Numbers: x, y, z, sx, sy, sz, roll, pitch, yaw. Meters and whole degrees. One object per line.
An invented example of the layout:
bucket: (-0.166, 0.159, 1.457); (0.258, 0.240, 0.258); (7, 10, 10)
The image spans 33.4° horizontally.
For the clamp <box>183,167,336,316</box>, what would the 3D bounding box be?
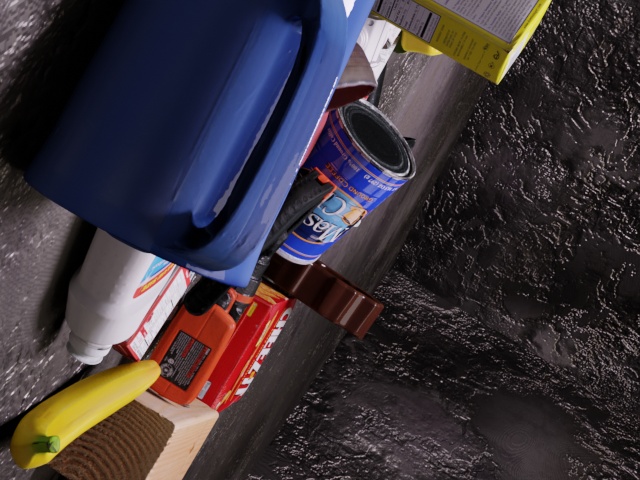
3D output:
clamp: (-0.056, 0.001, 0.942); (0.171, 0.039, 0.120); (-39, 179, -32)

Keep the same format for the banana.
banana: (-0.190, 0.138, 0.835); (0.197, 0.070, 0.037); (-42, 122, -72)

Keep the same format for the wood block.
wood block: (-0.173, 0.187, 1.023); (0.091, 0.090, 0.206); (-59, 172, -3)

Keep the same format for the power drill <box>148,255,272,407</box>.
power drill: (-0.105, 0.074, 1.064); (0.184, 0.057, 0.187); (-60, 180, 12)

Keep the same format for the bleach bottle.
bleach bottle: (-0.110, -0.021, 0.729); (0.251, 0.068, 0.102); (-60, 173, 23)

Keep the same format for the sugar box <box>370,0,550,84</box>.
sugar box: (0.090, -0.206, 0.856); (0.093, 0.176, 0.048); (-53, 168, -34)

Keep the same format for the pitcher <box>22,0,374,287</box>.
pitcher: (-0.041, -0.103, 0.563); (0.243, 0.149, 0.145); (-63, 167, 3)

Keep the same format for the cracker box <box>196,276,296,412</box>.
cracker box: (-0.107, 0.127, 1.288); (0.164, 0.072, 0.213); (-59, 173, 3)

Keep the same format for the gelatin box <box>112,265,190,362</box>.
gelatin box: (-0.147, 0.054, 0.902); (0.089, 0.030, 0.073); (-57, 174, -15)

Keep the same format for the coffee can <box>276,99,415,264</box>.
coffee can: (0.007, -0.058, 1.029); (0.140, 0.103, 0.102); (-41, -178, 28)
